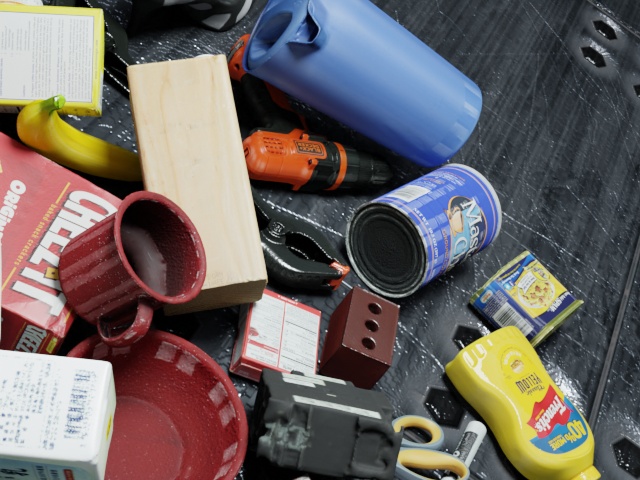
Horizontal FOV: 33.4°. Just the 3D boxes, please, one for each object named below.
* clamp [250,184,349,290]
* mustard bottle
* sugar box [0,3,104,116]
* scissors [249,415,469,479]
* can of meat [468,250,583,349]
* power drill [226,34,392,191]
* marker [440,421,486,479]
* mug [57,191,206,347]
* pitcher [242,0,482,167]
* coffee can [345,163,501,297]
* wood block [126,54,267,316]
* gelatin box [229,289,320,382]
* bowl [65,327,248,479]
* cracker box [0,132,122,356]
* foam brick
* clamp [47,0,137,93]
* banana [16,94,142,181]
[{"bbox_3d":[-0.057,0.001,1.039,0.171,0.039,0.120,34,48,7],"label":"clamp"},{"bbox_3d":[0.211,0.179,1.044,0.096,0.058,0.192,-18,65,-41],"label":"mustard bottle"},{"bbox_3d":[-0.283,-0.161,0.945,0.176,0.048,0.093,2,85,-7],"label":"sugar box"},{"bbox_3d":[0.037,0.179,0.957,0.201,0.016,0.096,15,30,-7],"label":"scissors"},{"bbox_3d":[0.221,0.067,1.150,0.084,0.058,0.101,47,42,14],"label":"can of meat"},{"bbox_3d":[-0.020,-0.136,1.169,0.184,0.057,0.188,5,50,-34],"label":"power drill"},{"bbox_3d":[0.126,0.212,0.986,0.020,0.020,0.121,38,42,2],"label":"marker"},{"bbox_3d":[-0.149,0.030,0.830,0.093,0.082,0.117,28,48,-42],"label":"mug"},{"bbox_3d":[0.046,-0.181,1.134,0.242,0.145,0.149,30,52,-23],"label":"pitcher"},{"bbox_3d":[0.109,-0.012,1.111,0.140,0.103,0.103,-26,71,-45],"label":"coffee can"},{"bbox_3d":[-0.111,-0.047,0.945,0.090,0.091,0.206,-9,75,-9],"label":"wood block"},{"bbox_3d":[-0.040,0.092,0.975,0.073,0.030,0.089,23,44,-17],"label":"gelatin box"},{"bbox_3d":[-0.141,0.149,0.839,0.162,0.055,0.162,18,46,-20],"label":"bowl"},{"bbox_3d":[-0.282,-0.011,0.875,0.213,0.072,0.164,29,43,-10],"label":"cracker box"},{"bbox_3d":[0.037,0.094,1.008,0.053,0.051,0.078,25,44,-12],"label":"foam brick"},{"bbox_3d":[-0.219,-0.188,1.092,0.164,0.036,0.210,15,39,-44],"label":"clamp"},{"bbox_3d":[-0.217,-0.085,0.957,0.070,0.197,0.037,9,81,17],"label":"banana"}]
